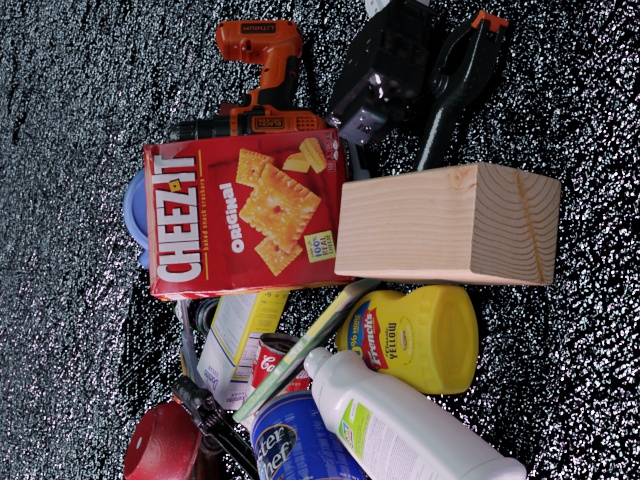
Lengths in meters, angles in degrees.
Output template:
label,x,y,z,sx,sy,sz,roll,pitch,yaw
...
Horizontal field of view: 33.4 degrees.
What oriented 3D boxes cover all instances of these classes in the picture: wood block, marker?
label,x,y,z,sx,sy,sz,roll,pitch,yaw
wood block,0.106,-0.010,0.943,0.206,0.090,0.091,-4,78,60
marker,0.037,-0.109,1.166,0.020,0.020,0.121,-47,43,45

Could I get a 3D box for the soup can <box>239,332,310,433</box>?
label,x,y,z,sx,sy,sz,roll,pitch,yaw
soup can,-0.048,0.162,1.185,0.069,0.068,0.102,36,114,58

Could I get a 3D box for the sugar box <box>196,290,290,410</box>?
label,x,y,z,sx,sy,sz,roll,pitch,yaw
sugar box,-0.096,0.111,1.312,0.093,0.048,0.176,50,128,52

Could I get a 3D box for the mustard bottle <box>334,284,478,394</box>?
label,x,y,z,sx,sy,sz,roll,pitch,yaw
mustard bottle,0.069,0.094,1.008,0.192,0.058,0.096,-10,81,60

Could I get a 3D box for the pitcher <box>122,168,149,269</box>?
label,x,y,z,sx,sy,sz,roll,pitch,yaw
pitcher,-0.159,-0.036,1.291,0.243,0.145,0.149,105,172,-86

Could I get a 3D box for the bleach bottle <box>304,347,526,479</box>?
label,x,y,z,sx,sy,sz,roll,pitch,yaw
bleach bottle,0.066,0.165,0.934,0.251,0.067,0.103,40,128,44

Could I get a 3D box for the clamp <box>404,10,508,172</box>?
label,x,y,z,sx,sy,sz,roll,pitch,yaw
clamp,0.118,-0.148,1.016,0.172,0.039,0.120,-61,33,26

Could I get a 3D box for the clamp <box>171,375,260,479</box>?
label,x,y,z,sx,sy,sz,roll,pitch,yaw
clamp,-0.122,0.216,1.253,0.036,0.164,0.210,-40,19,-14

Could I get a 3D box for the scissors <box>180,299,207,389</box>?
label,x,y,z,sx,sy,sz,roll,pitch,yaw
scissors,-0.165,0.145,1.378,0.202,0.016,0.096,99,149,-55

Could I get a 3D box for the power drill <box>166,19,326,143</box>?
label,x,y,z,sx,sy,sz,roll,pitch,yaw
power drill,-0.087,-0.175,1.264,0.057,0.184,0.187,95,173,-58

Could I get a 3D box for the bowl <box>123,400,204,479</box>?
label,x,y,z,sx,sy,sz,roll,pitch,yaw
bowl,-0.207,0.268,1.362,0.162,0.055,0.162,-53,23,33

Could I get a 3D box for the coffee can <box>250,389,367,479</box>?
label,x,y,z,sx,sy,sz,roll,pitch,yaw
coffee can,-0.009,0.228,1.039,0.140,0.102,0.103,-111,40,-57

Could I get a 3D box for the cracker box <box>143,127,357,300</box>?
label,x,y,z,sx,sy,sz,roll,pitch,yaw
cracker box,-0.073,-0.027,1.123,0.072,0.213,0.164,67,-161,-81
